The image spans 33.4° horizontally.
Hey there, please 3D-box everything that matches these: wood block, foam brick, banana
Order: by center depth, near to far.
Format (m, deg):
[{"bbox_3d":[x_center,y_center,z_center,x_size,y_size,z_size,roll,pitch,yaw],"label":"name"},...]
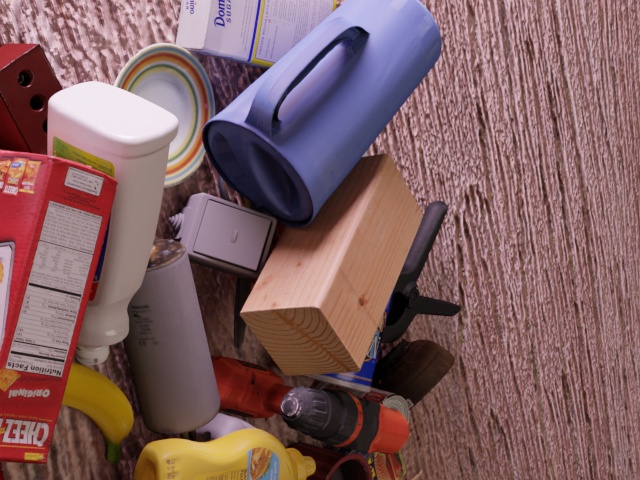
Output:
[{"bbox_3d":[-0.241,-0.112,0.854,0.052,0.051,0.078,-46,130,-33],"label":"foam brick"},{"bbox_3d":[-0.225,0.140,0.934,0.197,0.037,0.069,39,67,-46],"label":"banana"},{"bbox_3d":[0.017,0.021,1.030,0.090,0.090,0.206,57,42,-32],"label":"wood block"}]

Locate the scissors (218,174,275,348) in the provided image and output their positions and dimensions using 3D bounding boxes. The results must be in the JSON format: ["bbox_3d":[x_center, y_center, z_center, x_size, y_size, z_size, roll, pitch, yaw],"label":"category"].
[{"bbox_3d":[-0.057,0.001,1.080,0.096,0.016,0.202,-9,92,-27],"label":"scissors"}]

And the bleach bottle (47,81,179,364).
[{"bbox_3d":[-0.178,0.002,0.879,0.068,0.103,0.251,-35,144,-48],"label":"bleach bottle"}]

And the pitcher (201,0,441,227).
[{"bbox_3d":[0.010,-0.143,1.023,0.242,0.149,0.145,-49,115,-23],"label":"pitcher"}]

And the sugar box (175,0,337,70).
[{"bbox_3d":[-0.060,-0.218,1.053,0.175,0.048,0.093,6,96,-47],"label":"sugar box"}]

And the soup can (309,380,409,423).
[{"bbox_3d":[0.041,0.196,1.208,0.068,0.102,0.068,-12,106,-48],"label":"soup can"}]

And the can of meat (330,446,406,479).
[{"bbox_3d":[0.053,0.270,1.274,0.083,0.058,0.102,-43,127,-39],"label":"can of meat"}]

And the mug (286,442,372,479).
[{"bbox_3d":[0.005,0.278,1.198,0.117,0.082,0.093,35,70,-47],"label":"mug"}]

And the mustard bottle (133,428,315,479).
[{"bbox_3d":[-0.084,0.228,1.017,0.191,0.058,0.096,-1,105,-38],"label":"mustard bottle"}]

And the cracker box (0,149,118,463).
[{"bbox_3d":[-0.245,0.041,0.792,0.072,0.164,0.214,18,83,-48],"label":"cracker box"}]

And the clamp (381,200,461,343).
[{"bbox_3d":[0.106,0.070,1.312,0.209,0.036,0.164,-42,129,-34],"label":"clamp"}]

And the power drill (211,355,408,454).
[{"bbox_3d":[-0.028,0.163,1.054,0.184,0.188,0.057,28,77,-50],"label":"power drill"}]
